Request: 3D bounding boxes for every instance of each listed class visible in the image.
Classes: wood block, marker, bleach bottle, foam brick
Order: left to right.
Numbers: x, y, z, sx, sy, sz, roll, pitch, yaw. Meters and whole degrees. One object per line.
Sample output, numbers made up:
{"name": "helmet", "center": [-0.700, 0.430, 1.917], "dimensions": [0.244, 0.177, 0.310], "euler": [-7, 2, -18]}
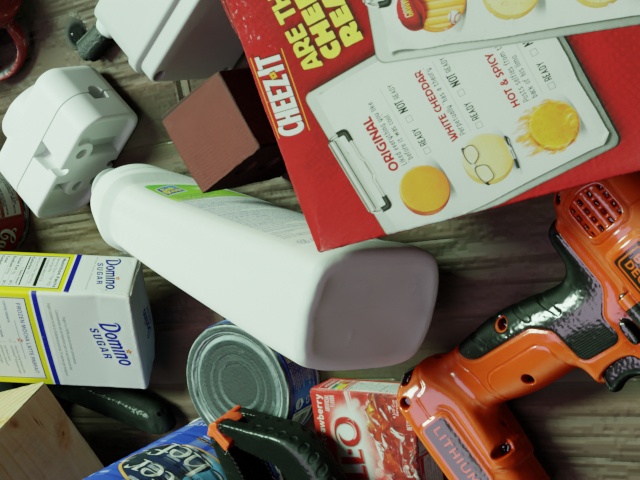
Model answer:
{"name": "wood block", "center": [-0.189, 0.213, 0.746], "dimensions": [0.091, 0.090, 0.206], "euler": [-16, 112, 37]}
{"name": "marker", "center": [-0.122, -0.157, 0.690], "dimensions": [0.121, 0.020, 0.020], "euler": [-40, 78, 34]}
{"name": "bleach bottle", "center": [-0.054, 0.001, 0.634], "dimensions": [0.251, 0.102, 0.068], "euler": [24, 107, 45]}
{"name": "foam brick", "center": [-0.041, -0.066, 0.622], "dimensions": [0.053, 0.078, 0.051], "euler": [-33, 81, 35]}

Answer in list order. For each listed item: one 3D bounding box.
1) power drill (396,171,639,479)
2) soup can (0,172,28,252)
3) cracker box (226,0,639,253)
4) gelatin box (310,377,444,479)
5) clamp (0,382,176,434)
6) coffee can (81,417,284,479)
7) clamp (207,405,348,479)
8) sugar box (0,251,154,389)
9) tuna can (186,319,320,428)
{"name": "power drill", "center": [0.143, 0.075, 0.545], "dimensions": [0.188, 0.057, 0.184], "euler": [-45, 72, 31]}
{"name": "soup can", "center": [-0.274, -0.015, 0.779], "dimensions": [0.069, 0.102, 0.068], "euler": [9, 106, 32]}
{"name": "cracker box", "center": [0.077, -0.103, 0.486], "dimensions": [0.214, 0.072, 0.164], "euler": [-15, 106, 18]}
{"name": "gelatin box", "center": [0.035, 0.130, 0.647], "dimensions": [0.073, 0.030, 0.089], "euler": [-1, 101, 35]}
{"name": "clamp", "center": [-0.201, 0.103, 0.798], "dimensions": [0.165, 0.036, 0.210], "euler": [-40, 81, 34]}
{"name": "coffee can", "center": [-0.102, 0.184, 0.686], "dimensions": [0.103, 0.140, 0.103], "euler": [9, 107, 32]}
{"name": "clamp", "center": [-0.003, 0.173, 0.643], "dimensions": [0.172, 0.039, 0.120], "euler": [36, 117, 23]}
{"name": "sugar box", "center": [-0.204, 0.052, 0.722], "dimensions": [0.176, 0.048, 0.093], "euler": [1, 132, 2]}
{"name": "tuna can", "center": [-0.045, 0.090, 0.689], "dimensions": [0.086, 0.033, 0.086], "euler": [9, 107, 32]}
